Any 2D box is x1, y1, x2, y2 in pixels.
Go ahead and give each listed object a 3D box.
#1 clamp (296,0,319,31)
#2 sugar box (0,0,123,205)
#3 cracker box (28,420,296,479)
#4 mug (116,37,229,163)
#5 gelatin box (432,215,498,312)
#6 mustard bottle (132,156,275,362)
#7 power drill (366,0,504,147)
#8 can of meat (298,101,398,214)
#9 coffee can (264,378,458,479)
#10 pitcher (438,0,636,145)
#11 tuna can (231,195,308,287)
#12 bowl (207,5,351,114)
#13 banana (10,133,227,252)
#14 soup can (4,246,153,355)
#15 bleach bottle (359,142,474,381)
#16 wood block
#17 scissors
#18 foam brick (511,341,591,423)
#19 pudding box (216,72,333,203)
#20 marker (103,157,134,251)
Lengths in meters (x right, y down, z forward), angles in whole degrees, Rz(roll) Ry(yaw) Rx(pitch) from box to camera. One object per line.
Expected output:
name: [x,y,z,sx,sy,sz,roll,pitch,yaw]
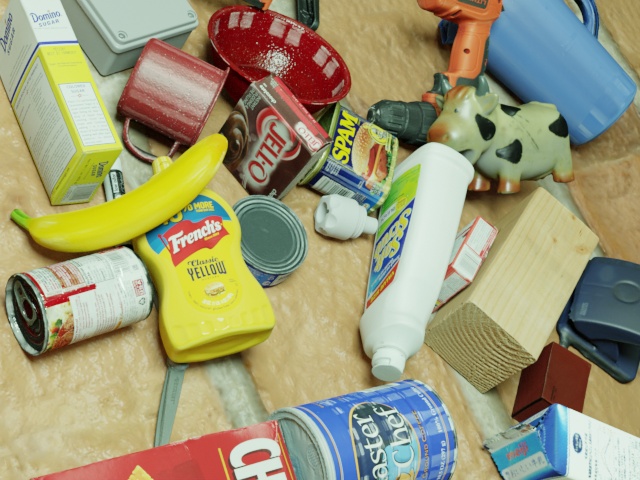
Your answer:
clamp: [-0.025,-0.322,1.224,0.120,0.039,0.171,59,27,-30]
sugar box: [-0.238,-0.129,0.952,0.048,0.093,0.176,-9,67,-37]
cracker box: [-0.108,0.239,0.807,0.213,0.072,0.164,-7,70,-35]
mug: [-0.148,-0.131,1.024,0.081,0.093,0.117,25,87,-11]
gelatin box: [0.141,0.024,1.108,0.030,0.073,0.089,39,47,-5]
mustard bottle: [-0.114,0.008,0.944,0.096,0.058,0.192,-13,65,-20]
power drill: [0.136,-0.195,1.208,0.184,0.057,0.187,6,91,-35]
can of meat: [0.031,-0.085,1.121,0.083,0.058,0.102,28,50,-17]
coffee can: [0.033,0.182,0.918,0.140,0.103,0.103,-7,66,-36]
pitcher: [0.281,-0.244,1.331,0.243,0.149,0.144,44,30,-6]
tuna can: [-0.057,0.001,1.023,0.086,0.034,0.086,16,54,-23]
bowl: [-0.051,-0.176,1.113,0.162,0.055,0.162,19,38,-16]
banana: [-0.165,-0.034,0.909,0.197,0.037,0.070,-20,68,-7]
soup can: [-0.198,0.048,0.880,0.102,0.069,0.068,-17,71,-39]
bleach bottle: [0.090,0.024,1.055,0.068,0.103,0.250,30,48,-19]
wood block: [0.202,0.048,1.120,0.090,0.091,0.205,42,48,-3]
scissors: [-0.107,0.100,0.939,0.096,0.016,0.202,7,58,-26]
foam brick: [0.239,0.155,1.102,0.053,0.051,0.078,33,49,-9]
pudding box: [-0.049,-0.094,1.036,0.039,0.114,0.090,-35,83,-38]
marker: [-0.182,-0.022,0.968,0.020,0.020,0.121,2,60,-32]
